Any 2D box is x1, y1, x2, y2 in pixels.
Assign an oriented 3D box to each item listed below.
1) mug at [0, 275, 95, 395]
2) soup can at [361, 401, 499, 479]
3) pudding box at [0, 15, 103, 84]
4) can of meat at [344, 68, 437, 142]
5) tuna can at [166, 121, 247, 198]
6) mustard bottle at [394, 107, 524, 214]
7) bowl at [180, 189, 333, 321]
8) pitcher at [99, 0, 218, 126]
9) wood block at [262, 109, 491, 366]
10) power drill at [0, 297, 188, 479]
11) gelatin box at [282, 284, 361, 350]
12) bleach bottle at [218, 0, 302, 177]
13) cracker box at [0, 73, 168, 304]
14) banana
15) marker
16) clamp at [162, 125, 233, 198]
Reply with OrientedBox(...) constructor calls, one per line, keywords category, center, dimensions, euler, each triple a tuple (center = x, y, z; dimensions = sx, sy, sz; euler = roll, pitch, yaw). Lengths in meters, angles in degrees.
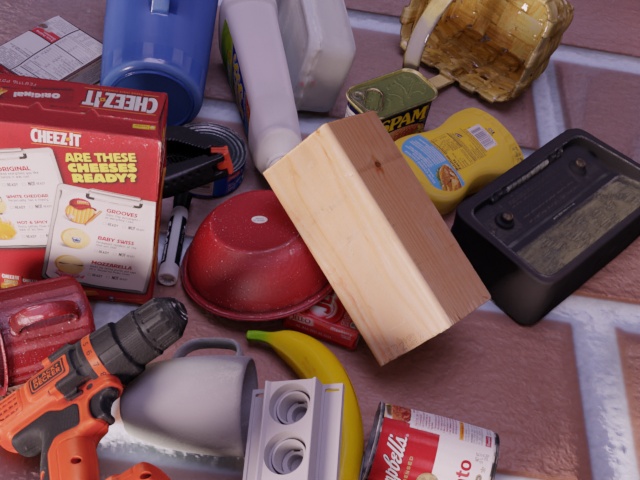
OrientedBox(category="mug", center=(-0.237, 0.072, 0.895), dimensions=(0.081, 0.117, 0.093), euler=(-13, 74, -29))
OrientedBox(category="soup can", center=(0.091, 0.180, 0.890), dimensions=(0.102, 0.069, 0.068), euler=(15, 46, 1))
OrientedBox(category="pudding box", center=(-0.300, -0.196, 1.186), dimensions=(0.090, 0.039, 0.113), euler=(34, 52, 18))
OrientedBox(category="can of meat", center=(0.070, -0.130, 1.167), dimensions=(0.101, 0.084, 0.057), euler=(-24, 56, -30))
OrientedBox(category="tuna can", center=(-0.121, -0.084, 1.119), dimensions=(0.086, 0.034, 0.086), euler=(6, 46, -6))
OrientedBox(category="mustard bottle", center=(0.122, -0.075, 1.143), dimensions=(0.191, 0.058, 0.096), euler=(-25, 65, -31))
OrientedBox(category="bowl", center=(-0.057, 0.001, 1.012), dimensions=(0.162, 0.055, 0.162), euler=(-3, 42, 3))
OrientedBox(category="pitcher", center=(-0.176, -0.246, 1.169), dimensions=(0.145, 0.149, 0.243), euler=(-22, 49, 26))
OrientedBox(category="wood block", center=(0.052, -0.004, 0.972), dimensions=(0.090, 0.090, 0.206), euler=(-23, 80, -53))
OrientedBox(category="power drill", center=(-0.161, 0.144, 0.810), dimensions=(0.184, 0.057, 0.188), euler=(-36, 39, 4))
OrientedBox(category="gelatin box", center=(0.013, 0.055, 1.018), dimensions=(0.073, 0.030, 0.089), euler=(19, 46, 8))
OrientedBox(category="bleach bottle", center=(-0.060, -0.158, 1.153), dimensions=(0.068, 0.103, 0.251), euler=(-5, 47, -12))
OrientedBox(category="cracker box", center=(-0.220, -0.040, 0.931), dimensions=(0.164, 0.214, 0.072), euler=(6, 47, -6))
OrientedBox(category="banana", center=(0.000, 0.146, 0.929), dimensions=(0.069, 0.037, 0.198), euler=(-26, 51, -3))
OrientedBox(category="marker", center=(-0.142, -0.007, 1.051), dimensions=(0.020, 0.020, 0.121), euler=(8, 46, -4))
OrientedBox(category="clamp", center=(-0.192, -0.071, 1.060), dimensions=(0.210, 0.036, 0.164), euler=(5, 47, 18))
